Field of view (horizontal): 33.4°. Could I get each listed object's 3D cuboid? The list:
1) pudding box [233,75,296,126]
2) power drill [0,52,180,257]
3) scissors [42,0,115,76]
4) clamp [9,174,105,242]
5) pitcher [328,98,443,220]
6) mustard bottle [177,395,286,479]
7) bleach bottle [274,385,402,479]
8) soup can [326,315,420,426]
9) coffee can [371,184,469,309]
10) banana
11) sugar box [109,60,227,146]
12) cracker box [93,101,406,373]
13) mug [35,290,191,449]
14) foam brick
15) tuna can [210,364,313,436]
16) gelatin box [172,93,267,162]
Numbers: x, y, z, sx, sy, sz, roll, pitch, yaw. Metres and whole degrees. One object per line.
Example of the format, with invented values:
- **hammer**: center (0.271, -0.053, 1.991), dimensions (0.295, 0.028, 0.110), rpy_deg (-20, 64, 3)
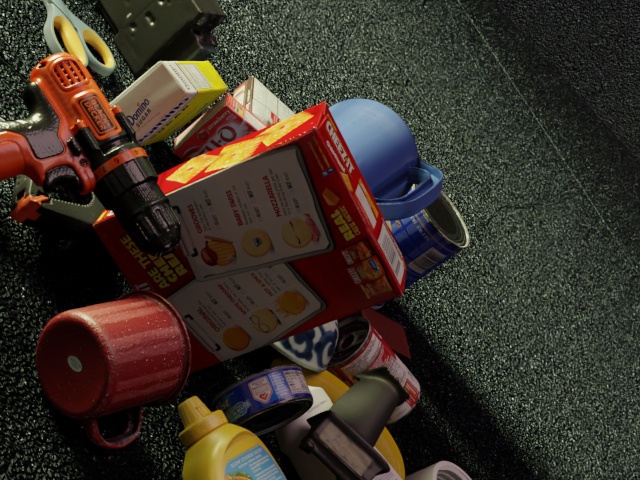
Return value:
- **pudding box**: center (-0.060, -0.139, 1.330), dimensions (0.113, 0.039, 0.090), rpy_deg (41, 28, -28)
- **power drill**: center (-0.217, -0.040, 0.810), dimensions (0.187, 0.057, 0.184), rpy_deg (-28, 80, -35)
- **scissors**: center (-0.271, -0.248, 1.134), dimensions (0.096, 0.016, 0.202), rpy_deg (23, 38, -50)
- **clamp**: center (-0.215, -0.056, 0.954), dimensions (0.164, 0.036, 0.209), rpy_deg (54, 21, 6)
- **pitcher**: center (0.013, -0.055, 1.096), dimensions (0.145, 0.149, 0.242), rpy_deg (56, 30, -4)
- **mustard bottle**: center (-0.058, 0.210, 0.853), dimensions (0.192, 0.058, 0.096), rpy_deg (58, 27, 10)
- **bleach bottle**: center (0.034, 0.226, 0.988), dimensions (0.251, 0.068, 0.102), rpy_deg (55, 27, 9)
- **soup can**: center (0.051, 0.137, 1.110), dimensions (0.102, 0.069, 0.068), rpy_deg (51, 24, -26)
- **coffee can**: center (0.092, 0.004, 1.283), dimensions (0.102, 0.140, 0.103), rpy_deg (39, 28, -26)
- **banana**: center (0.027, 0.181, 1.063), dimensions (0.198, 0.037, 0.069), rpy_deg (51, 23, -5)
- **sugar box**: center (-0.155, -0.134, 1.052), dimensions (0.048, 0.093, 0.176), rpy_deg (51, 13, -5)
- **cracker box**: center (-0.056, 0.001, 0.907), dimensions (0.164, 0.214, 0.072), rpy_deg (61, 20, -20)
- **mug**: center (-0.159, 0.100, 0.806), dimensions (0.081, 0.093, 0.117), rpy_deg (-9, 101, -57)
- **foam brick**: center (0.053, 0.112, 1.181), dimensions (0.078, 0.053, 0.051), rpy_deg (30, 34, -39)
- **tuna can**: center (-0.050, 0.142, 0.925), dimensions (0.086, 0.086, 0.034), rpy_deg (9, 51, -56)
- **gelatin box**: center (-0.103, -0.104, 1.147), dimensions (0.073, 0.089, 0.030), rpy_deg (39, 29, -26)
